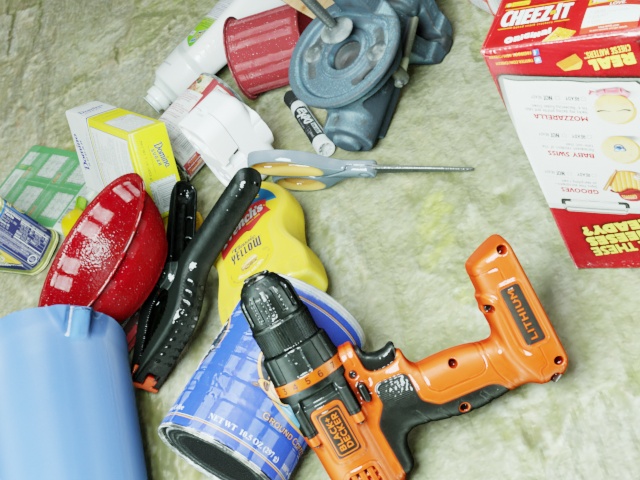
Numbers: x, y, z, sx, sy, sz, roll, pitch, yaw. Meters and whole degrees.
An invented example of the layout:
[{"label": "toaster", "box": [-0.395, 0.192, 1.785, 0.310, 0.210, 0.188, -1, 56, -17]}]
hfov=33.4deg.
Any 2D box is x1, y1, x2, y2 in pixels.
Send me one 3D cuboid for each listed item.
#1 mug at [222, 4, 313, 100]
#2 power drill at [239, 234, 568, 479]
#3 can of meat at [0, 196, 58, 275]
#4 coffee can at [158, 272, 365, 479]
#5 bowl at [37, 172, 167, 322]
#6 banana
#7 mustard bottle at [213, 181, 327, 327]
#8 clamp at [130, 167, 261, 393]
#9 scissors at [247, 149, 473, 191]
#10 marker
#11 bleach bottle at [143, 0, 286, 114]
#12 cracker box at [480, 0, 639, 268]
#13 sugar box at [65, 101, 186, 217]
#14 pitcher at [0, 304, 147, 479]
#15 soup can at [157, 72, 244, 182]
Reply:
[{"label": "mug", "box": [-0.045, -0.207, 1.148, 0.082, 0.093, 0.117, -13, 7, 19]}, {"label": "power drill", "box": [0.058, 0.071, 0.732, 0.187, 0.184, 0.057, -29, 4, 3]}, {"label": "can of meat", "box": [-0.351, -0.008, 1.156, 0.102, 0.083, 0.057, 3, 63, 39]}, {"label": "coffee can", "box": [-0.042, 0.109, 0.804, 0.103, 0.102, 0.140, 7, 56, 40]}, {"label": "bowl", "box": [-0.185, 0.021, 0.954, 0.162, 0.055, 0.162, -38, 34, 31]}, {"label": "banana", "box": [-0.207, -0.012, 1.094, 0.198, 0.037, 0.069, 10, 66, 38]}, {"label": "mustard bottle", "box": [-0.057, 0.001, 0.959, 0.096, 0.058, 0.192, -38, 37, 15]}, {"label": "clamp", "box": [-0.117, 0.030, 0.939, 0.165, 0.036, 0.210, -16, 55, 59]}, {"label": "scissors", "box": [0.034, -0.060, 0.976, 0.202, 0.096, 0.016, 5, 77, 3]}, {"label": "marker", "box": [-0.013, -0.121, 1.081, 0.020, 0.020, 0.121, -34, 39, 3]}, {"label": "bleach bottle", "box": [-0.109, -0.245, 1.240, 0.251, 0.068, 0.103, -45, 20, -4]}, {"label": "cracker box", "box": [0.223, -0.075, 0.708, 0.164, 0.213, 0.072, -2, 48, 34]}, {"label": "sugar box", "box": [-0.201, -0.086, 1.094, 0.048, 0.093, 0.176, -22, 25, -24]}, {"label": "pitcher", "box": [-0.199, 0.184, 0.829, 0.145, 0.149, 0.243, -24, 47, 2]}, {"label": "soup can", "box": [-0.134, -0.118, 1.128, 0.069, 0.068, 0.102, 21, 65, 46]}]
